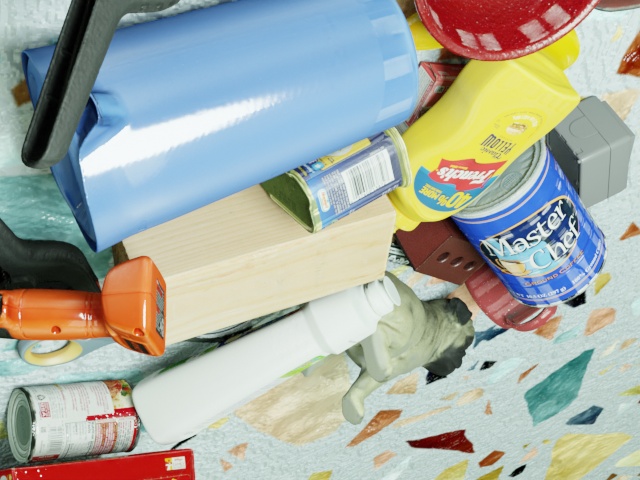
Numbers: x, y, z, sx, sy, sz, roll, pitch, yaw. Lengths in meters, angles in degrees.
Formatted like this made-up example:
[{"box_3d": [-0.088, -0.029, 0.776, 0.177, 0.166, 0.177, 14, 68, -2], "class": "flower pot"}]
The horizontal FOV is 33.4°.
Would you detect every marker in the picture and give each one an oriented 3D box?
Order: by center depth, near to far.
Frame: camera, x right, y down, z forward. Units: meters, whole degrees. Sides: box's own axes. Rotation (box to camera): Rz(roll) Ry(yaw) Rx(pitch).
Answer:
[{"box_3d": [0.069, 0.012, 1.013, 0.120, 0.020, 0.020, 14, 127, -45], "class": "marker"}]

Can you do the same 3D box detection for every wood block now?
[{"box_3d": [-0.056, 0.001, 0.851, 0.205, 0.091, 0.090, -17, 144, -18], "class": "wood block"}]

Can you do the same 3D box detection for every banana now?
[{"box_3d": [0.142, -0.158, 0.828, 0.197, 0.037, 0.070, 8, 118, -38], "class": "banana"}]

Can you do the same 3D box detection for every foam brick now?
[{"box_3d": [0.117, 0.002, 1.005, 0.078, 0.051, 0.053, 16, 126, -46], "class": "foam brick"}]

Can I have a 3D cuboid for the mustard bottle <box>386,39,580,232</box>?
[{"box_3d": [0.107, -0.070, 0.845, 0.096, 0.058, 0.192, 14, 132, -42], "class": "mustard bottle"}]

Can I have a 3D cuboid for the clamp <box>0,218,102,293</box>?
[{"box_3d": [-0.242, 0.028, 0.803, 0.120, 0.039, 0.171, -30, 144, 21], "class": "clamp"}]

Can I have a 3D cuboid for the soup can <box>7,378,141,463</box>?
[{"box_3d": [-0.221, 0.162, 0.958, 0.102, 0.068, 0.069, 0, 136, -34], "class": "soup can"}]

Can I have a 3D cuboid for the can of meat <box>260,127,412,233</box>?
[{"box_3d": [0.004, -0.058, 0.793, 0.083, 0.102, 0.057, -29, 129, -17], "class": "can of meat"}]

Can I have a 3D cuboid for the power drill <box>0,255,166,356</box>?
[{"box_3d": [-0.198, 0.040, 0.690, 0.187, 0.057, 0.184, 1, 168, 0], "class": "power drill"}]

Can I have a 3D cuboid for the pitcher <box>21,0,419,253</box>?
[{"box_3d": [-0.065, -0.092, 0.711, 0.242, 0.149, 0.145, -20, 129, -17], "class": "pitcher"}]

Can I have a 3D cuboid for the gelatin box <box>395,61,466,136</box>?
[{"box_3d": [0.099, -0.104, 0.878, 0.073, 0.030, 0.089, -1, 137, -34], "class": "gelatin box"}]

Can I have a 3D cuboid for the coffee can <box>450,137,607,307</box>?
[{"box_3d": [0.178, -0.022, 0.941, 0.103, 0.103, 0.140, -36, 127, 9], "class": "coffee can"}]

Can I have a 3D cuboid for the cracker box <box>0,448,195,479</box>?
[{"box_3d": [-0.232, 0.236, 0.963, 0.163, 0.072, 0.214, 0, 167, -35], "class": "cracker box"}]

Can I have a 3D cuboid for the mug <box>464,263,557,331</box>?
[{"box_3d": [0.199, 0.044, 1.064, 0.082, 0.117, 0.093, -39, 129, 22], "class": "mug"}]

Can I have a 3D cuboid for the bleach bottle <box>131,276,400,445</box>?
[{"box_3d": [-0.041, 0.099, 0.948, 0.251, 0.068, 0.102, -29, 175, 18], "class": "bleach bottle"}]

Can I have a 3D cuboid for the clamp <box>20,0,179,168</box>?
[{"box_3d": [-0.117, -0.147, 0.579, 0.209, 0.036, 0.164, -38, 125, -40], "class": "clamp"}]

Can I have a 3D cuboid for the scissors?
[{"box_3d": [-0.181, 0.091, 0.943, 0.096, 0.016, 0.201, -39, 144, 17], "class": "scissors"}]

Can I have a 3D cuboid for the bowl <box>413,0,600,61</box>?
[{"box_3d": [0.127, -0.206, 0.731, 0.162, 0.055, 0.162, -11, 130, -14], "class": "bowl"}]
